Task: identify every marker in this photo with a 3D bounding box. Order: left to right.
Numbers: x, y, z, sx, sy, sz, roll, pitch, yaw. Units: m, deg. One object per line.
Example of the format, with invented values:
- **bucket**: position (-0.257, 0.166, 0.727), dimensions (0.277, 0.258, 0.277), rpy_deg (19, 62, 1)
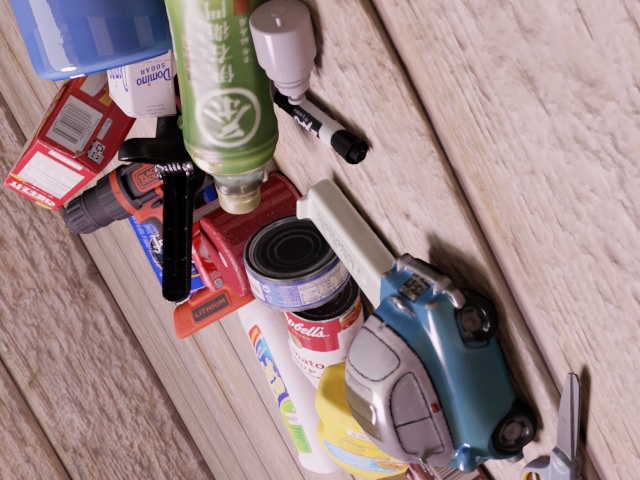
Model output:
- **marker**: position (-0.004, -0.086, 0.764), dimensions (0.121, 0.020, 0.020), rpy_deg (44, 157, 45)

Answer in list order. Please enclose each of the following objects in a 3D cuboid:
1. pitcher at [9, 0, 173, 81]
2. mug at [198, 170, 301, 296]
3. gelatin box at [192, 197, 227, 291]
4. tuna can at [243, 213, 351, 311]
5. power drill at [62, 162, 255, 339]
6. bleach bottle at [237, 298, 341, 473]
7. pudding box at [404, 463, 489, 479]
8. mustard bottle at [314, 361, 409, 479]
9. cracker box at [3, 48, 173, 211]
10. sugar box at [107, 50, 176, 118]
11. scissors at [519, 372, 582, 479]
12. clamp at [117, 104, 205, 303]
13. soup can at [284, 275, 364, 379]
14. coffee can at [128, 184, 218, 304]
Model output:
- **pitcher**: position (-0.192, -0.240, 0.757), dimensions (0.149, 0.144, 0.243), rpy_deg (13, 120, 60)
- **mug**: position (-0.056, 0.001, 0.962), dimensions (0.093, 0.081, 0.117), rpy_deg (56, 164, 13)
- **gelatin box**: position (-0.083, -0.005, 1.019), dimensions (0.030, 0.089, 0.073), rpy_deg (31, 147, 60)
- **tuna can**: position (-0.019, 0.016, 0.870), dimensions (0.086, 0.086, 0.034), rpy_deg (43, 156, 45)
- **power drill**: position (-0.154, 0.002, 1.090), dimensions (0.187, 0.185, 0.057), rpy_deg (62, -163, -3)
- **bleach bottle**: position (-0.037, 0.127, 1.161), dimensions (0.251, 0.068, 0.103), rpy_deg (63, 162, -4)
- **pudding box**: position (0.120, 0.219, 0.886), dimensions (0.113, 0.039, 0.090), rpy_deg (54, 163, 20)
- **mustard bottle**: position (0.045, 0.171, 0.956), dimensions (0.096, 0.058, 0.192), rpy_deg (12, 152, 7)
- **cracker box**: position (-0.232, -0.126, 1.061), dimensions (0.072, 0.164, 0.214), rpy_deg (31, 161, -17)
- **sugar box**: position (-0.156, -0.197, 0.884), dimensions (0.093, 0.048, 0.176), rpy_deg (-139, 45, -60)
- **scissors**: position (0.168, 0.157, 0.678), dimensions (0.096, 0.016, 0.202), rpy_deg (52, 162, 22)
- **clamp**: position (-0.130, -0.073, 0.941), dimensions (0.164, 0.036, 0.210), rpy_deg (78, -168, -45)
- **soup can**: position (0.004, 0.067, 0.922), dimensions (0.069, 0.068, 0.102), rpy_deg (50, 162, 32)
- **coffee can**: position (-0.154, -0.015, 1.191), dimensions (0.103, 0.102, 0.140), rpy_deg (28, 145, 61)
